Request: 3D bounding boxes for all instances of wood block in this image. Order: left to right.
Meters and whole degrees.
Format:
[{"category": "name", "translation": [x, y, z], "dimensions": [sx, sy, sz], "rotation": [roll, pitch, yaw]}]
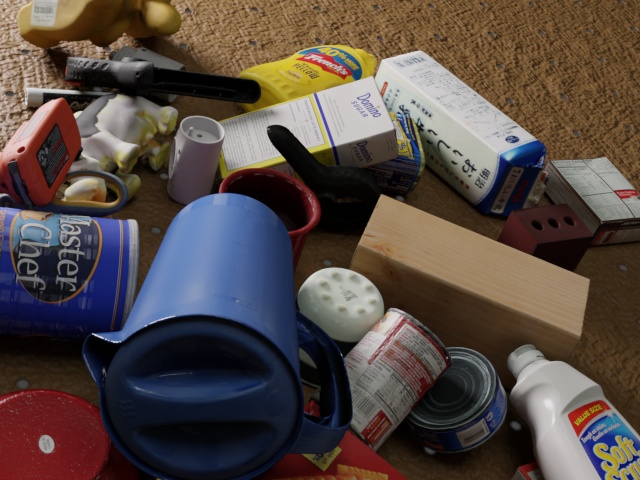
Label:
[{"category": "wood block", "translation": [0.128, 0.052, 0.971], "dimensions": [0.206, 0.090, 0.090], "rotation": [22, 39, 4]}]

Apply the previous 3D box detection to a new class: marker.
[{"category": "marker", "translation": [-0.243, -0.146, 1.105], "dimensions": [0.121, 0.020, 0.020], "rotation": [0, 43, -22]}]

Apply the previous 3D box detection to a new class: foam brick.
[{"category": "foam brick", "translation": [0.232, 0.000, 1.104], "dimensions": [0.078, 0.051, 0.053], "rotation": [-8, 47, -30]}]

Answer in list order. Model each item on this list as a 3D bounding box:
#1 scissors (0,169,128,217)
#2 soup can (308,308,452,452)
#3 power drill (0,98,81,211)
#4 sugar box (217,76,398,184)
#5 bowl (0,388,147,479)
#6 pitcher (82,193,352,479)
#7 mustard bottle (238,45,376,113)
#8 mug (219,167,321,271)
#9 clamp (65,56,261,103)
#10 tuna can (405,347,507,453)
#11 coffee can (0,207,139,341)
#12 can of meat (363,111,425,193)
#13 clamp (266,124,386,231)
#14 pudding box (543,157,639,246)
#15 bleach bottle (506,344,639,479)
[{"category": "scissors", "translation": [-0.262, -0.014, 0.934], "dimensions": [0.202, 0.096, 0.016], "rotation": [-9, 6, 10]}, {"category": "soup can", "translation": [0.048, 0.114, 0.852], "dimensions": [0.068, 0.068, 0.102], "rotation": [37, 72, 20]}, {"category": "power drill", "translation": [-0.307, -0.077, 0.920], "dimensions": [0.188, 0.057, 0.184], "rotation": [-6, 39, 13]}, {"category": "sugar box", "translation": [-0.017, -0.101, 1.073], "dimensions": [0.176, 0.048, 0.093], "rotation": [-14, 46, -2]}, {"category": "bowl", "translation": [-0.196, 0.157, 0.743], "dimensions": [0.162, 0.055, 0.162], "rotation": [12, 40, -10]}, {"category": "pitcher", "translation": [-0.067, 0.062, 0.789], "dimensions": [0.145, 0.149, 0.243], "rotation": [-20, 23, 9]}, {"category": "mustard bottle", "translation": [0.000, -0.180, 1.215], "dimensions": [0.096, 0.058, 0.191], "rotation": [34, 41, 26]}, {"category": "mug", "translation": [-0.056, 0.001, 0.961], "dimensions": [0.093, 0.082, 0.117], "rotation": [18, 39, -3]}, {"category": "clamp", "translation": [-0.186, -0.163, 1.060], "dimensions": [0.210, 0.036, 0.164], "rotation": [10, 6, 29]}, {"category": "tuna can", "translation": [0.109, 0.131, 0.882], "dimensions": [0.086, 0.033, 0.086], "rotation": [-15, 42, 14]}, {"category": "coffee can", "translation": [-0.221, 0.027, 0.846], "dimensions": [0.140, 0.103, 0.103], "rotation": [6, 41, -16]}, {"category": "can of meat", "translation": [0.060, -0.100, 1.147], "dimensions": [0.083, 0.057, 0.102], "rotation": [10, 41, -15]}, {"category": "clamp", "translation": [-0.011, -0.042, 1.036], "dimensions": [0.171, 0.120, 0.039], "rotation": [24, 45, -29]}, {"category": "pudding box", "translation": [0.312, -0.046, 1.202], "dimensions": [0.089, 0.039, 0.113], "rotation": [-6, 43, -27]}, {"category": "bleach bottle", "translation": [0.214, 0.181, 0.831], "dimensions": [0.102, 0.068, 0.251], "rotation": [-4, 42, -28]}]
